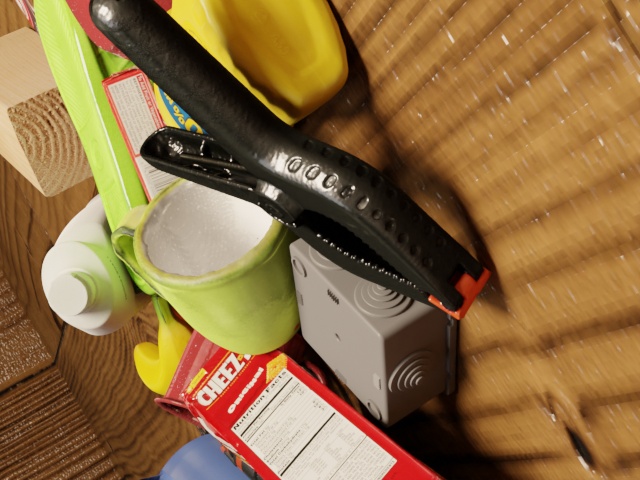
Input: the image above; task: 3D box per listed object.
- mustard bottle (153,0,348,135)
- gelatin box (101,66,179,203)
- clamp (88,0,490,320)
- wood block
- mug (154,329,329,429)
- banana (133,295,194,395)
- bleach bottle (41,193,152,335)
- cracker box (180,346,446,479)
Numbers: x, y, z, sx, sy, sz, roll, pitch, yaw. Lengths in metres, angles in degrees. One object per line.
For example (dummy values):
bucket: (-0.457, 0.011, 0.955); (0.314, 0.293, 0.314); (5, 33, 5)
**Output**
mustard bottle: (-0.051, -0.090, 0.578); (0.096, 0.058, 0.192); (53, 161, -3)
gelatin box: (-0.110, -0.066, 0.679); (0.073, 0.030, 0.089); (-142, 31, -76)
clamp: (-0.017, -0.028, 0.517); (0.210, 0.036, 0.165); (34, 165, 3)
wood block: (-0.264, -0.125, 0.991); (0.206, 0.090, 0.090); (32, 146, 52)
mug: (-0.049, 0.100, 0.765); (0.117, 0.081, 0.093); (19, 163, 10)
banana: (-0.123, 0.095, 0.872); (0.198, 0.037, 0.069); (130, 124, -66)
bleach bottle: (-0.172, 0.014, 0.852); (0.102, 0.068, 0.251); (61, -174, -6)
cracker box: (0.026, 0.156, 0.641); (0.164, 0.072, 0.214); (49, 169, -35)
